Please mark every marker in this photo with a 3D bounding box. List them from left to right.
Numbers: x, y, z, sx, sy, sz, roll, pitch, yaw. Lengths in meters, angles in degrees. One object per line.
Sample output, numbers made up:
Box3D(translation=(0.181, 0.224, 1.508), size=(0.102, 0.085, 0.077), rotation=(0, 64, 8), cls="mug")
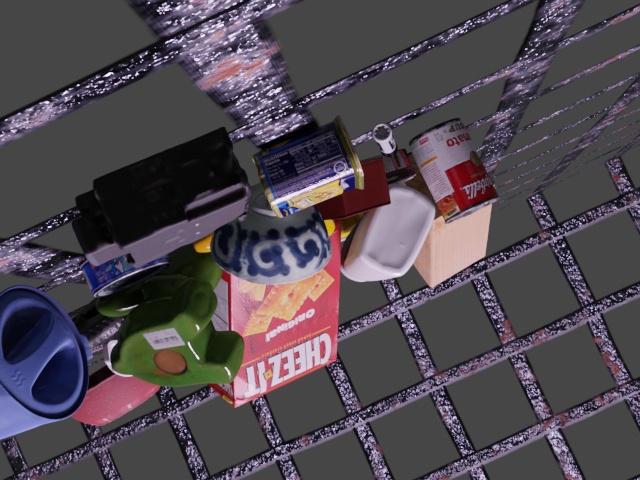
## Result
Box3D(translation=(0.066, -0.100, 1.080), size=(0.020, 0.020, 0.121), rotation=(-25, 174, 5), cls="marker")

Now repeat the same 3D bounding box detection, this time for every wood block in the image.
Box3D(translation=(0.153, -0.034, 1.346), size=(0.090, 0.090, 0.206), rotation=(-29, 156, -8), cls="wood block")

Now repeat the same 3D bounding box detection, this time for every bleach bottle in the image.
Box3D(translation=(0.067, -0.001, 1.277), size=(0.251, 0.068, 0.102), rotation=(151, -36, -82), cls="bleach bottle")

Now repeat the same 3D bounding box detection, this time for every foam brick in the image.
Box3D(translation=(0.027, -0.054, 1.121), size=(0.053, 0.051, 0.078), rotation=(-5, -171, 43), cls="foam brick")

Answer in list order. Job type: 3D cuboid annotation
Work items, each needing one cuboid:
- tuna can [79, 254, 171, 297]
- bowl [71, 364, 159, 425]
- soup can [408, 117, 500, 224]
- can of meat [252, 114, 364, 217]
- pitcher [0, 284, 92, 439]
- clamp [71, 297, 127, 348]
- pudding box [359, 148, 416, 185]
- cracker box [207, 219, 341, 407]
Box3D(translation=(-0.193, 0.025, 1.060), size=(0.086, 0.034, 0.086), rotation=(-24, 174, -3), cls="tuna can")
Box3D(translation=(-0.257, 0.188, 1.356), size=(0.162, 0.055, 0.162), rotation=(-30, -176, 2), cls="bowl")
Box3D(translation=(0.150, -0.078, 1.203), size=(0.068, 0.102, 0.068), rotation=(-24, 174, -3), cls="soup can")
Box3D(translation=(-0.011, -0.061, 0.938), size=(0.084, 0.057, 0.102), rotation=(-22, 173, 0), cls="can of meat")
Box3D(translation=(-0.352, 0.146, 1.051), size=(0.243, 0.149, 0.145), rotation=(-23, -142, 24), cls="pitcher")
Box3D(translation=(-0.279, 0.107, 1.231), size=(0.210, 0.036, 0.165), rotation=(-42, -159, -11), cls="clamp")
Box3D(translation=(0.041, -0.061, 1.232), size=(0.089, 0.039, 0.114), rotation=(-20, 174, -41), cls="pudding box")
Box3D(translation=(-0.057, 0.078, 1.301), size=(0.163, 0.214, 0.072), rotation=(-21, -143, -31), cls="cracker box")
